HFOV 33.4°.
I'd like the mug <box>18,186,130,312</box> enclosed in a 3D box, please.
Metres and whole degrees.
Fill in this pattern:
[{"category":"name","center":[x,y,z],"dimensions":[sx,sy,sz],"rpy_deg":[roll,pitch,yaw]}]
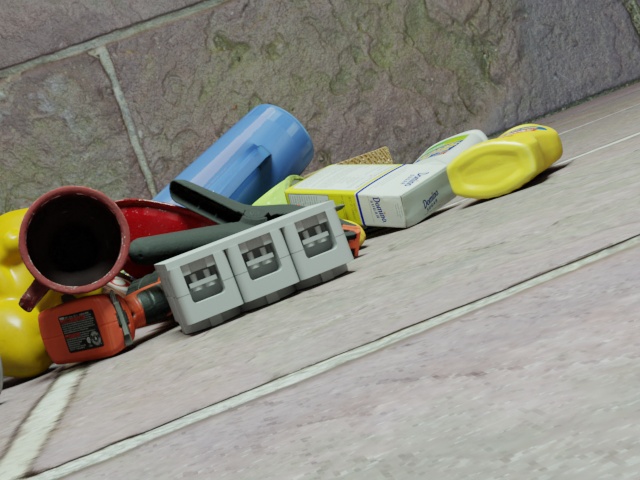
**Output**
[{"category":"mug","center":[-0.224,0.014,0.938],"dimensions":[0.117,0.093,0.082],"rpy_deg":[-57,8,-14]}]

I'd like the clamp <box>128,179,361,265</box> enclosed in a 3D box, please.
[{"category":"clamp","center":[-0.070,-0.006,1.004],"dimensions":[0.210,0.036,0.164],"rpy_deg":[10,27,10]}]

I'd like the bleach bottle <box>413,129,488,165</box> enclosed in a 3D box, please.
[{"category":"bleach bottle","center":[0.169,-0.095,1.442],"dimensions":[0.103,0.068,0.250],"rpy_deg":[-20,6,19]}]

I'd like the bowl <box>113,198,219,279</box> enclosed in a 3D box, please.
[{"category":"bowl","center":[-0.165,0.014,1.156],"dimensions":[0.162,0.055,0.162],"rpy_deg":[12,-21,4]}]

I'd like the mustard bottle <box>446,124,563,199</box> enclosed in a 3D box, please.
[{"category":"mustard bottle","center":[0.212,-0.091,1.162],"dimensions":[0.096,0.058,0.191],"rpy_deg":[-17,4,29]}]

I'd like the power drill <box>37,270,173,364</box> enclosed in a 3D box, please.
[{"category":"power drill","center":[-0.173,0.061,1.022],"dimensions":[0.185,0.057,0.187],"rpy_deg":[-17,5,41]}]

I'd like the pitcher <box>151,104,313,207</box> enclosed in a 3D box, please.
[{"category":"pitcher","center":[-0.113,-0.071,1.394],"dimensions":[0.149,0.145,0.242],"rpy_deg":[17,54,37]}]

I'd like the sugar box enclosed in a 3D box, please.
[{"category":"sugar box","center":[0.055,-0.052,1.197],"dimensions":[0.177,0.048,0.093],"rpy_deg":[8,29,44]}]
